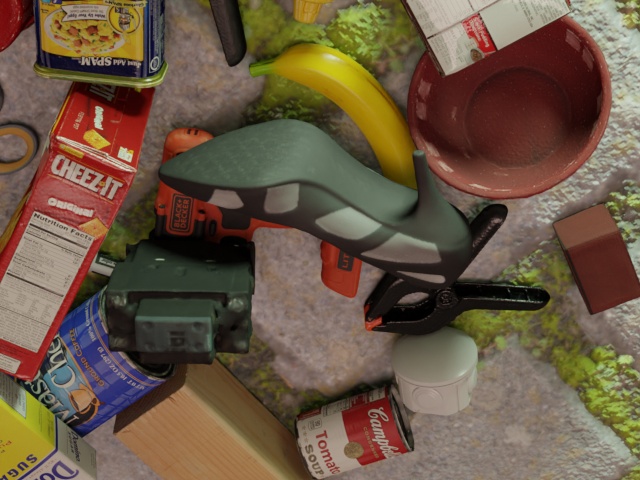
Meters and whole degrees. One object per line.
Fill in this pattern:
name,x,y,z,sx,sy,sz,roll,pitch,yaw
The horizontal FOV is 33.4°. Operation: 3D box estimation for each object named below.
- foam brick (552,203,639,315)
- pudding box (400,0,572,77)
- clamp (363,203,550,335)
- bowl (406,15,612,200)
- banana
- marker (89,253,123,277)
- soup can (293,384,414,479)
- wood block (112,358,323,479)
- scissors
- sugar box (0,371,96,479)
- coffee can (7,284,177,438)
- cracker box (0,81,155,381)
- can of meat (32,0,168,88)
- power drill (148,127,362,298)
foam brick,0.249,0.016,0.960,0.051,0.053,0.078,-23,118,11
pudding box,0.122,-0.189,0.812,0.113,0.039,0.090,-27,114,11
clamp,0.115,0.033,0.974,0.171,0.039,0.120,-17,116,8
bowl,0.154,-0.107,0.862,0.162,0.055,0.162,-3,80,19
banana,0.033,-0.104,0.901,0.197,0.037,0.070,42,128,-20
marker,-0.164,0.035,0.980,0.121,0.020,0.020,20,116,-12
soup can,0.033,0.187,1.041,0.102,0.068,0.068,-19,118,10
wood block,-0.094,0.203,1.035,0.091,0.090,0.206,-35,114,15
scissors,-0.321,-0.054,0.930,0.096,0.016,0.202,33,113,-17
sugar box,-0.276,0.170,0.905,0.093,0.048,0.176,-28,130,10
coffee can,-0.217,0.119,0.978,0.140,0.103,0.102,-35,114,16
cracker box,-0.213,-0.020,0.867,0.072,0.164,0.214,23,116,-16
can of meat,-0.168,-0.169,0.815,0.102,0.057,0.084,6,123,1
power drill,-0.056,0.001,0.936,0.187,0.057,0.184,7,113,-6
